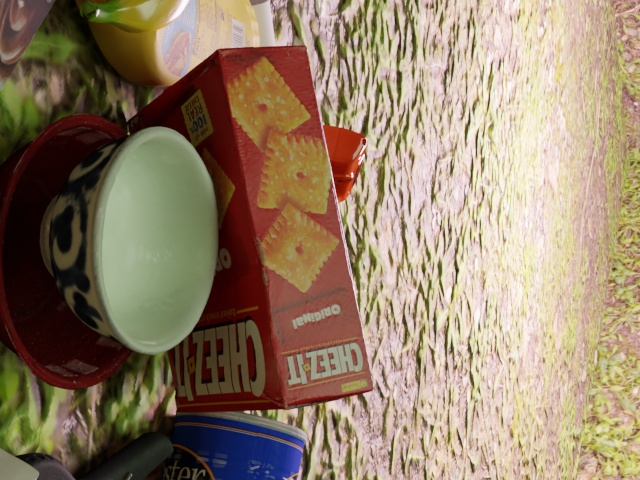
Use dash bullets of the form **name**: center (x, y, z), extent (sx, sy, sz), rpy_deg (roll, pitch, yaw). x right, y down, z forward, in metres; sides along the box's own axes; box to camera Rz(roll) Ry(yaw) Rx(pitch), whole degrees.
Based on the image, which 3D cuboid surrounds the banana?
- **banana**: center (-0.092, -0.200, 0.653), extent (0.069, 0.037, 0.197), rpy_deg (56, 42, -60)

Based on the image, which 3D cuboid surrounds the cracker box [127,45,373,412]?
- **cracker box**: center (-0.055, 0.001, 0.689), extent (0.072, 0.164, 0.214), rpy_deg (-8, 85, -31)

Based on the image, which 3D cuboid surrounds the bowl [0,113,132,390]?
- **bowl**: center (-0.159, 0.006, 0.634), extent (0.162, 0.055, 0.162), rpy_deg (3, 90, -67)

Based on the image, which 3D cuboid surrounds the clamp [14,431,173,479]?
- **clamp**: center (-0.165, 0.196, 0.663), extent (0.209, 0.036, 0.164), rpy_deg (29, 66, -62)

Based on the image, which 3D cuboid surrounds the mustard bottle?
- **mustard bottle**: center (-0.108, -0.151, 0.733), extent (0.191, 0.058, 0.096), rpy_deg (14, 81, -67)

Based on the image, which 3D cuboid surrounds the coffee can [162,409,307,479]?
- **coffee can**: center (-0.073, 0.204, 0.796), extent (0.102, 0.103, 0.140), rpy_deg (45, 52, -60)
